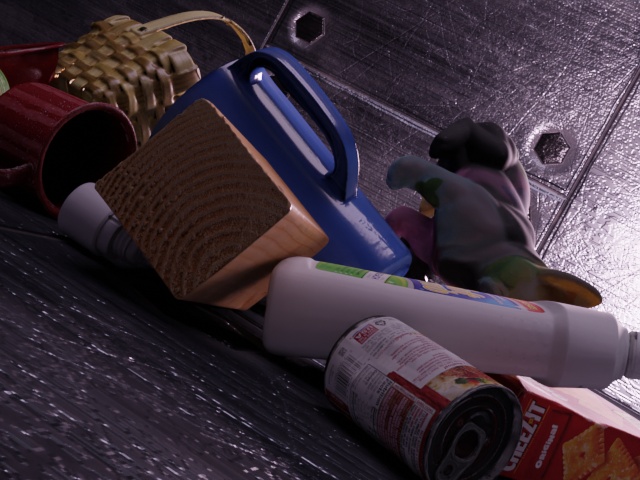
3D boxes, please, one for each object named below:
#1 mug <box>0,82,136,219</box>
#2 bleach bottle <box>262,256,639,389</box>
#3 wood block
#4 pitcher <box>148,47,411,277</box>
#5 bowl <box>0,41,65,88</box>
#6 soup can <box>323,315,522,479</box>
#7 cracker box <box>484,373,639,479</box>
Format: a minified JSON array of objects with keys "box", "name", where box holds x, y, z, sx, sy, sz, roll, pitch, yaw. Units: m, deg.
[{"box":[-0.207,-0.066,0.794,0.082,0.093,0.117,25,37,33],"name":"mug"},{"box":[0.094,0.059,0.710,0.251,0.068,0.102,7,2,10],"name":"bleach bottle"},{"box":[-0.064,-0.016,0.732,0.091,0.090,0.206,51,2,9],"name":"wood block"},{"box":[-0.028,-0.043,0.953,0.243,0.145,0.149,49,-7,10],"name":"pitcher"},{"box":[-0.329,-0.160,1.052,0.162,0.055,0.162,-5,14,1],"name":"bowl"},{"box":[0.056,0.092,0.610,0.068,0.068,0.102,27,3,-39],"name":"soup can"},{"box":[0.156,0.133,0.832,0.213,0.072,0.164,26,4,-37],"name":"cracker box"}]
